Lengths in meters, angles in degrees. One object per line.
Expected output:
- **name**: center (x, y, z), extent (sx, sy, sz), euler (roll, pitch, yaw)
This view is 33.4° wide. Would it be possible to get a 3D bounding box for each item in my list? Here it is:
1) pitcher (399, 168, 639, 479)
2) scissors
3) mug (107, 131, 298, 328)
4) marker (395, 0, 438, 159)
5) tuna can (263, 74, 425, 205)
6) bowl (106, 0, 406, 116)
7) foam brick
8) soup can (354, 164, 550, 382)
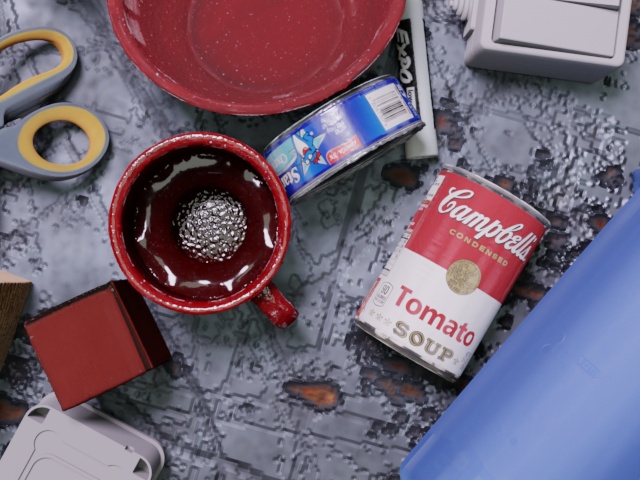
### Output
- **pitcher**: center (0.165, 0.080, 0.556), extent (0.145, 0.149, 0.243), euler (43, 92, -2)
- **scissors**: center (-0.192, -0.038, 0.568), extent (0.096, 0.016, 0.201), euler (48, 59, -14)
- **mug**: center (-0.054, 0.001, 0.580), extent (0.093, 0.081, 0.117), euler (-44, 90, -2)
- **marker**: center (0.053, -0.108, 0.615), extent (0.020, 0.020, 0.121), euler (-5, 89, -1)
- **tuna can**: center (0.012, -0.055, 0.581), extent (0.086, 0.086, 0.034), euler (-31, 89, -2)
- **bowl**: center (-0.033, -0.133, 0.585), extent (0.162, 0.055, 0.162), euler (-1, 73, 2)
- **foam brick**: center (-0.119, 0.055, 0.581), extent (0.051, 0.078, 0.053), euler (-26, 87, -1)
- **soup can**: center (0.072, 0.018, 0.590), extent (0.068, 0.068, 0.102), euler (31, 89, -1)
